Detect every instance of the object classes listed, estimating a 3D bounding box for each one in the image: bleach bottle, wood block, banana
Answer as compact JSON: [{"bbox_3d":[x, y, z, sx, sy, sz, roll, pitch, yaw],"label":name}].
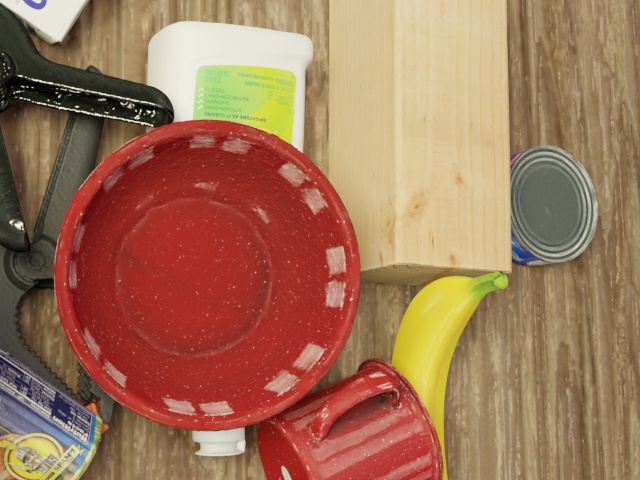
[{"bbox_3d":[-0.054,0.001,0.643,0.102,0.068,0.251,2,84,-27],"label":"bleach bottle"},{"bbox_3d":[0.064,-0.078,0.703,0.090,0.091,0.206,5,80,-29],"label":"wood block"},{"bbox_3d":[0.070,0.104,0.685,0.037,0.070,0.198,-1,109,-28],"label":"banana"}]

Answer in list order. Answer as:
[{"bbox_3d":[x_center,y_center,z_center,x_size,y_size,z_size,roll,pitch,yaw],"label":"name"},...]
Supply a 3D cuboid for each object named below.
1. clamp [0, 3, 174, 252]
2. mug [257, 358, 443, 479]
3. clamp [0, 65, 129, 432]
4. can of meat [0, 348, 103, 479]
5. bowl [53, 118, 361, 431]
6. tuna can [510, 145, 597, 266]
[{"bbox_3d":[-0.166,-0.085,0.572,0.120,0.039,0.171,-36,78,-30],"label":"clamp"},{"bbox_3d":[0.016,0.121,0.638,0.081,0.117,0.093,-20,57,-25],"label":"mug"},{"bbox_3d":[-0.172,0.012,0.588,0.164,0.036,0.210,-13,85,-28],"label":"clamp"},{"bbox_3d":[-0.174,0.107,0.543,0.084,0.057,0.102,40,105,-22],"label":"can of meat"},{"bbox_3d":[-0.062,0.019,0.574,0.162,0.055,0.162,1,86,-17],"label":"bowl"},{"bbox_3d":[0.159,-0.024,0.781,0.086,0.034,0.086,5,80,-29],"label":"tuna can"}]
